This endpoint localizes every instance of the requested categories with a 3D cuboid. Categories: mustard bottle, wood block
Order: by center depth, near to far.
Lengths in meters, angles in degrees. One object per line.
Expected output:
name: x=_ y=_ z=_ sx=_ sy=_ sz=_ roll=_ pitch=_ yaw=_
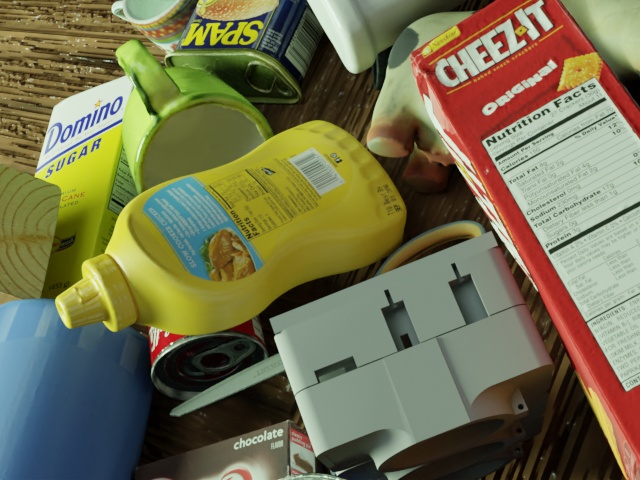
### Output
mustard bottle: x=-0.054 y=0.001 z=0.588 sx=0.191 sy=0.058 sz=0.096 roll=-25 pitch=56 yaw=-24
wood block: x=-0.266 y=0.031 z=0.725 sx=0.207 sy=0.090 sz=0.090 roll=-35 pitch=42 yaw=43

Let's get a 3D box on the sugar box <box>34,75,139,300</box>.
sugar box: x=-0.167 y=-0.029 z=0.763 sx=0.094 sy=0.048 sz=0.176 roll=-14 pitch=59 yaw=34

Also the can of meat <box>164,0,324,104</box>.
can of meat: x=-0.046 y=-0.145 z=0.736 sx=0.102 sy=0.057 sz=0.084 roll=7 pitch=66 yaw=38

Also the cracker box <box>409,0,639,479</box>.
cracker box: x=0.124 y=0.023 z=0.433 sx=0.072 sy=0.164 sz=0.214 roll=-29 pitch=50 yaw=8

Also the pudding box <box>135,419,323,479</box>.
pudding box: x=-0.051 y=0.156 z=0.573 sx=0.114 sy=0.039 sz=0.090 roll=-21 pitch=53 yaw=26

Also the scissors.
scissors: x=0.015 y=0.063 z=0.569 sx=0.202 sy=0.016 sz=0.096 roll=-37 pitch=43 yaw=-1

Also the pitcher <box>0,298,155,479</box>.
pitcher: x=-0.177 y=0.164 z=0.613 sx=0.149 sy=0.145 sz=0.242 roll=-1 pitch=60 yaw=23

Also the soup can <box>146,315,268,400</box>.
soup can: x=-0.073 y=0.035 z=0.642 sx=0.069 sy=0.068 sz=0.102 roll=-30 pitch=49 yaw=19
